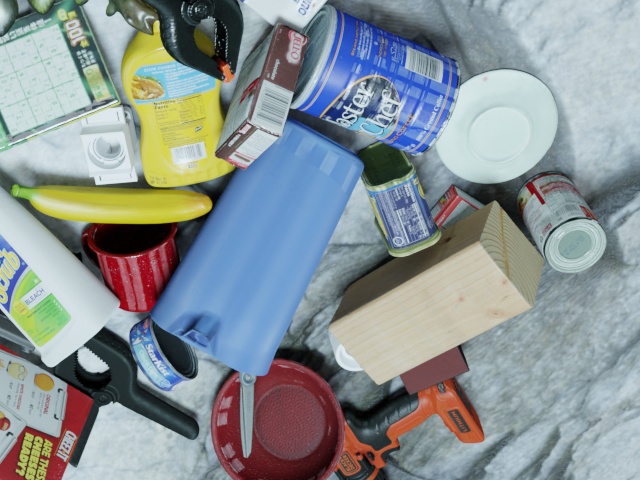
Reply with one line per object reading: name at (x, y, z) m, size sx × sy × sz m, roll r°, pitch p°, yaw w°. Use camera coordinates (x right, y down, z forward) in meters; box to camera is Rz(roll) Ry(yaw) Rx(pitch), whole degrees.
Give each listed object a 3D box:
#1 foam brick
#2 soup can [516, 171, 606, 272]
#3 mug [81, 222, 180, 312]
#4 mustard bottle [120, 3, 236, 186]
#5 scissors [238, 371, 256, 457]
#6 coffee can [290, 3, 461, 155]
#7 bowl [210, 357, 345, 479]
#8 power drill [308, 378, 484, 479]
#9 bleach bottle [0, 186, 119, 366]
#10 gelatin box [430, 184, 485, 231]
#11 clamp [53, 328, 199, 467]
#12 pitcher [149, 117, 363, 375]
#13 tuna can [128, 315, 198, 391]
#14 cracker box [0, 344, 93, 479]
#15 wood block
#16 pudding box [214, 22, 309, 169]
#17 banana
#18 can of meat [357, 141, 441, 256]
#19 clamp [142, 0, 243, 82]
foam brick at (0.125, 0.134, 1.239) m, size 0.078 × 0.053 × 0.051 m, roll -23°, pitch 122°, yaw 7°
soup can at (0.255, -0.020, 1.132) m, size 0.068 × 0.102 × 0.068 m, roll -3°, pitch 122°, yaw -6°
mug at (-0.199, 0.018, 1.113) m, size 0.117 × 0.093 × 0.081 m, roll 11°, pitch 130°, yaw 22°
mustard bottle at (-0.140, -0.148, 1.027) m, size 0.096 × 0.058 × 0.191 m, roll -11°, pitch 123°, yaw -5°
scissors at (-0.065, 0.141, 1.206) m, size 0.096 × 0.016 × 0.202 m, roll -16°, pitch 103°, yaw -9°
coffee can at (0.049, -0.152, 1.023) m, size 0.140 × 0.103 × 0.103 m, roll 19°, pitch 117°, yaw -18°
bowl at (-0.044, 0.215, 1.240) m, size 0.162 × 0.055 × 0.162 m, roll 0°, pitch 89°, yaw 16°
power drill at (0.101, 0.246, 1.303) m, size 0.188 × 0.057 × 0.184 m, roll -27°, pitch 121°, yaw 9°
bleach bottle at (-0.321, 0.007, 1.066) m, size 0.103 × 0.068 × 0.250 m, roll -36°, pitch 103°, yaw 32°
gelatin box at (0.158, -0.008, 1.170) m, size 0.089 × 0.030 × 0.073 m, roll 29°, pitch 112°, yaw -21°
clamp at (-0.255, 0.177, 1.227) m, size 0.164 × 0.036 × 0.210 m, roll -21°, pitch 122°, yaw 9°
pitcher at (-0.057, 0.001, 1.072) m, size 0.144 × 0.149 × 0.243 m, roll 26°, pitch 95°, yaw -39°
tuna can at (-0.172, 0.122, 1.174) m, size 0.034 × 0.086 × 0.086 m, roll -31°, pitch 120°, yaw 13°
cracker box at (-0.367, 0.187, 1.124) m, size 0.213 × 0.164 × 0.072 m, roll 35°, pitch 122°, yaw -16°
wood block at (0.120, 0.058, 1.125) m, size 0.206 × 0.090 × 0.090 m, roll -32°, pitch 105°, yaw 34°
pudding box at (-0.055, -0.134, 0.999) m, size 0.039 × 0.113 × 0.090 m, roll 24°, pitch 154°, yaw -17°
banana at (-0.203, -0.035, 1.067) m, size 0.198 × 0.069 × 0.037 m, roll 2°, pitch 93°, yaw 2°
can of meat at (0.076, -0.046, 1.094) m, size 0.057 × 0.102 × 0.084 m, roll -23°, pitch 119°, yaw 1°
clamp at (-0.108, -0.219, 0.943) m, size 0.120 × 0.039 × 0.171 m, roll -36°, pitch 136°, yaw -2°
